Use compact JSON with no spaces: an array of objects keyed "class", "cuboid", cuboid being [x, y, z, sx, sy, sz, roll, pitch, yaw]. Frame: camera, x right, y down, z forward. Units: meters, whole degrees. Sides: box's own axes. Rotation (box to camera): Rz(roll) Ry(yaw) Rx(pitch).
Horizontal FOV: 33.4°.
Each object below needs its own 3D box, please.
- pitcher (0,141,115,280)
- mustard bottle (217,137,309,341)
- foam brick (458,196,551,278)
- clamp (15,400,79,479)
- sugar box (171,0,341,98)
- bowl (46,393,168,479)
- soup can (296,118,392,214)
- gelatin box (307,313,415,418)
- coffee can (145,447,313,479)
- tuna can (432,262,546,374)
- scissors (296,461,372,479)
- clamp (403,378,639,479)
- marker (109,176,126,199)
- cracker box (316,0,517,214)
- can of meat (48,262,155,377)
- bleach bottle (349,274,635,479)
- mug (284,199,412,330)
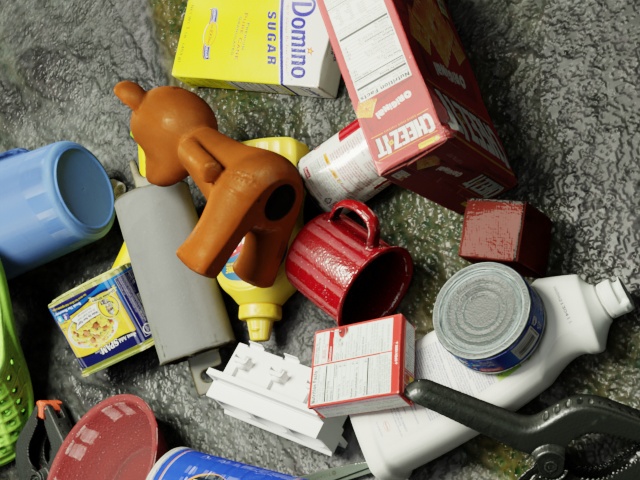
[{"class":"pitcher","cuboid":[-0.341,-0.028,1.144,0.243,0.144,0.149,-18,91,26]},{"class":"mustard bottle","cuboid":[-0.057,0.001,1.025,0.096,0.058,0.191,-6,78,28]},{"class":"foam brick","cuboid":[0.157,-0.002,0.897,0.051,0.078,0.053,5,80,30]},{"class":"clamp","cuboid":[-0.277,0.255,1.108,0.120,0.039,0.171,8,91,23]},{"class":"sugar box","cuboid":[-0.060,-0.198,1.073,0.176,0.048,0.093,8,84,31]},{"class":"bowl","cuboid":[-0.198,0.234,1.039,0.162,0.055,0.162,-26,46,30]},{"class":"soup can","cuboid":[0.037,-0.074,0.982,0.102,0.068,0.068,-34,66,20]},{"class":"gelatin box","cuboid":[0.035,0.107,0.899,0.089,0.030,0.073,-15,53,28]},{"class":"coffee can","cuboid":[-0.076,0.247,0.941,0.140,0.102,0.103,7,84,29]},{"class":"tuna can","cuboid":[0.134,0.061,0.855,0.086,0.033,0.086,-15,58,26]},{"class":"scissors","cuboid":[-0.032,0.248,0.986,0.202,0.016,0.096,-4,80,28]},{"class":"clamp","cuboid":[0.179,0.182,0.849,0.210,0.036,0.164,-5,106,10]},{"class":"marker","cuboid":[-0.262,-0.075,1.175,0.121,0.020,0.020,25,93,31]},{"class":"cracker box","cuboid":[0.081,-0.144,0.917,0.072,0.164,0.214,-28,68,24]},{"class":"can of meat","cuboid":[-0.215,0.078,1.078,0.102,0.057,0.084,-25,96,23]},{"class":"bleach bottle","cuboid":[0.144,0.107,0.890,0.251,0.068,0.102,-30,63,19]},{"class":"mug","cuboid":[0.024,0.017,0.952,0.082,0.093,0.117,36,134,34]}]
